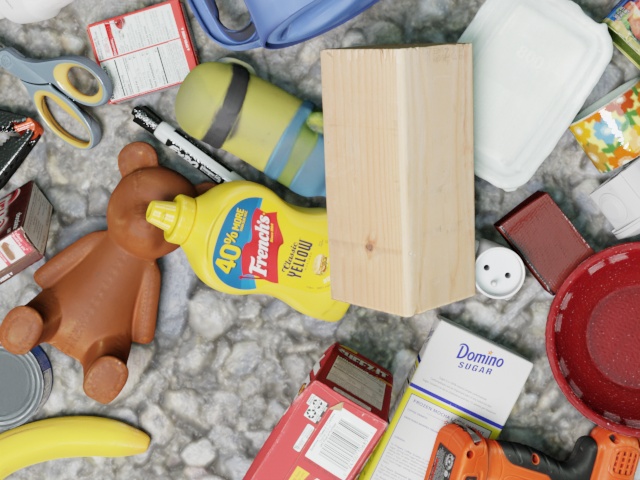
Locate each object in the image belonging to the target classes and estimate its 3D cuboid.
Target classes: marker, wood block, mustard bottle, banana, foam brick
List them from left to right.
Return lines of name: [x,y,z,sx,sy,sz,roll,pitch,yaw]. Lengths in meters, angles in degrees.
banana: [-0.257,0.198,0.985,0.198,0.037,0.069,-23,116,7]
marker: [-0.120,-0.082,0.963,0.121,0.020,0.020,37,95,1]
mustard bottle: [-0.056,0.001,0.908,0.191,0.058,0.096,17,96,-23]
wood block: [0.064,-0.054,0.864,0.091,0.090,0.206,11,108,45]
foam brick: [0.196,0.001,0.930,0.051,0.053,0.078,-39,92,5]

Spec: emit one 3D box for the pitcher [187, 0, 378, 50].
pitcher: [-0.050,-0.288,0.894,0.149,0.145,0.243,-26,87,-36]

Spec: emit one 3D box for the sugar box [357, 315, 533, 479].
sugar box: [0.108,0.165,0.951,0.093,0.048,0.176,26,92,0]

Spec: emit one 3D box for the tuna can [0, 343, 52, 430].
tuna can: [-0.291,0.129,0.981,0.086,0.033,0.086,0,94,4]

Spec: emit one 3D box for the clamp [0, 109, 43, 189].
clamp: [-0.352,-0.058,0.970,0.210,0.036,0.164,-14,88,2]

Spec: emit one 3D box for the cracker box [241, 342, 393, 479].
cracker box: [-0.012,0.178,0.875,0.072,0.213,0.164,32,95,3]

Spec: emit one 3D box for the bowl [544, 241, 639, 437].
bowl: [0.271,0.082,0.898,0.162,0.055,0.162,-1,87,11]

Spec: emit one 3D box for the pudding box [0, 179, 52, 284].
pudding box: [-0.283,0.001,0.933,0.090,0.113,0.039,-32,118,5]

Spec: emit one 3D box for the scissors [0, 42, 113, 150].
scissors: [-0.260,-0.167,0.944,0.201,0.016,0.096,48,126,-7]

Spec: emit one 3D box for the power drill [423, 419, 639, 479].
power drill: [0.177,0.238,0.919,0.187,0.057,0.184,13,94,-20]

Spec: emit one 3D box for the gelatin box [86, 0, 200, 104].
gelatin box: [-0.156,-0.168,0.955,0.089,0.030,0.073,-16,94,5]
